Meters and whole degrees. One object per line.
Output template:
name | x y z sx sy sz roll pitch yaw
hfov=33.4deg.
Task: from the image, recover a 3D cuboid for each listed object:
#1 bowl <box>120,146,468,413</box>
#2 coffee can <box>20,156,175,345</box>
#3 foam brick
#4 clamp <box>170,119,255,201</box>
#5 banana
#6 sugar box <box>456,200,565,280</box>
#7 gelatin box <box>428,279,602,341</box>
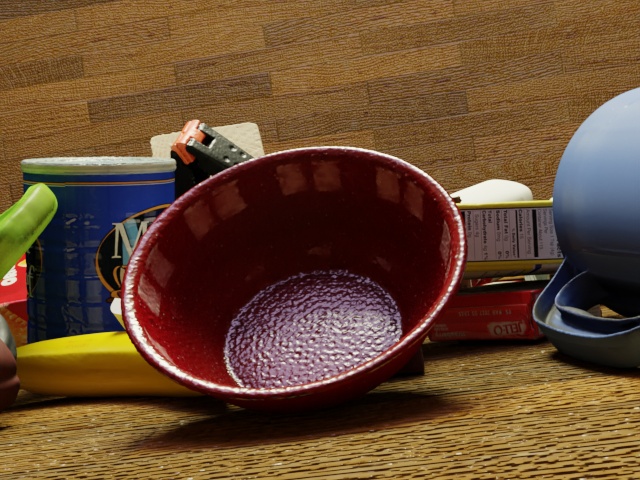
bowl | -0.009 0.026 0.503 0.162 0.055 0.162 -8 42 7
coffee can | -0.149 0.015 0.727 0.103 0.140 0.103 0 7 0
foam brick | 0.014 0.046 0.573 0.078 0.053 0.051 -7 1 6
clamp | -0.055 0.001 0.806 0.165 0.210 0.036 -15 36 37
banana | -0.113 0.073 0.601 0.198 0.037 0.069 -7 6 33
sugar box | 0.097 0.001 0.644 0.176 0.048 0.093 -4 -5 -1
gelatin box | 0.118 0.042 0.648 0.073 0.030 0.089 -6 1 39
